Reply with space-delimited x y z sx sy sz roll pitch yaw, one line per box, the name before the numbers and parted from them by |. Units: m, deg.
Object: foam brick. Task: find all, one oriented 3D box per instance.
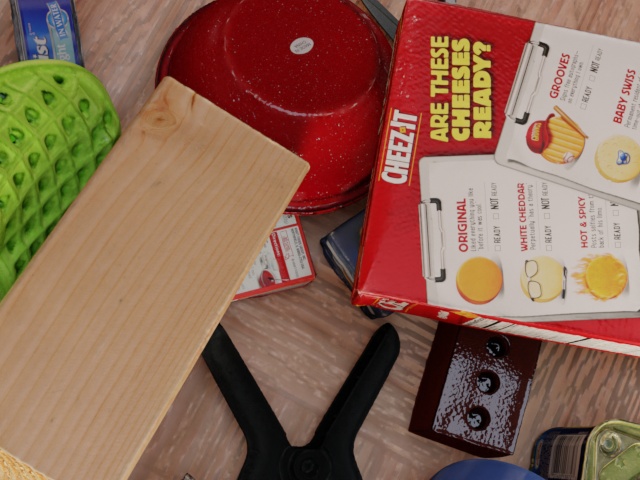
foam brick | 0.092 0.086 0.642 0.053 0.051 0.078 18 77 -8

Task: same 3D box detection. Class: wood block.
wood block | -0.099 0.032 0.533 0.091 0.090 0.206 31 59 -4

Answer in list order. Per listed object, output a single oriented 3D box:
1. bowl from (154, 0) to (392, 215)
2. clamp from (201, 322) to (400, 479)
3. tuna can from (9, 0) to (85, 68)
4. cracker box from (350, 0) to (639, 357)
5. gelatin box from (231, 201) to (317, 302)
bowl | -0.016 -0.098 0.633 0.162 0.055 0.162 5 64 -11
clamp | -0.021 0.123 0.618 0.120 0.039 0.171 10 78 -8
tuna can | -0.156 -0.113 0.608 0.033 0.086 0.086 -9 82 -15
cracker box | 0.134 -0.027 0.581 0.213 0.072 0.164 10 79 -1
gelatin box | -0.054 0.001 0.638 0.089 0.030 0.073 -14 82 -15
